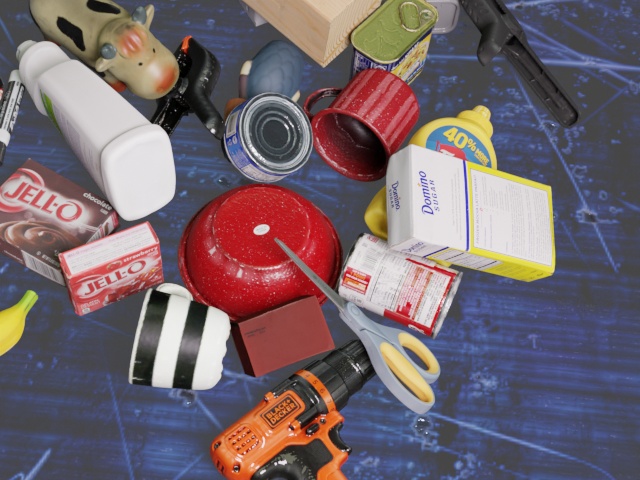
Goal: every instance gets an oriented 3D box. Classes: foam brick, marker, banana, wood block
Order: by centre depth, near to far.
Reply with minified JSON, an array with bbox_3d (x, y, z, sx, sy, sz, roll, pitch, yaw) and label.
[{"bbox_3d":[-0.036,0.085,0.961,0.078,0.051,0.053,-19,91,-14],"label":"foam brick"},{"bbox_3d":[-0.355,0.087,0.961,0.197,0.037,0.069,-5,41,-8],"label":"banana"},{"bbox_3d":[-0.324,-0.124,1.101,0.020,0.020,0.121,6,58,-1],"label":"marker"},{"bbox_3d":[-0.040,-0.291,1.112,0.206,0.090,0.090,41,69,11],"label":"wood block"}]

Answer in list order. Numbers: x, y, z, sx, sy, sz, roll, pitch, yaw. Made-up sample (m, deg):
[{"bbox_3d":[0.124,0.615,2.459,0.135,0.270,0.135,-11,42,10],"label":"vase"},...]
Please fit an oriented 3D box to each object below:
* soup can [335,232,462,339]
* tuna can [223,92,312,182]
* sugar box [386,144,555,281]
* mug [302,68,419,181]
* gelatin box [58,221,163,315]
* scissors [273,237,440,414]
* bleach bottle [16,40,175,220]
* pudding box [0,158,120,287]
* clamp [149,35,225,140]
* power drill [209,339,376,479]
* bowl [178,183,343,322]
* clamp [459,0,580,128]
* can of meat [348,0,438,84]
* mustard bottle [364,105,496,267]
[{"bbox_3d":[0.073,0.041,0.998,0.102,0.068,0.068,23,59,10],"label":"soup can"},{"bbox_3d":[-0.051,-0.102,1.056,0.086,0.034,0.086,7,77,-30],"label":"tuna can"},{"bbox_3d":[0.142,-0.023,1.002,0.176,0.048,0.093,13,67,-29],"label":"sugar box"},{"bbox_3d":[0.038,-0.125,1.090,0.117,0.093,0.081,21,54,21],"label":"mug"},{"bbox_3d":[-0.192,0.027,0.985,0.089,0.073,0.030,-22,62,-17],"label":"gelatin box"},{"bbox_3d":[0.041,0.069,0.967,0.202,0.016,0.096,52,28,14],"label":"scissors"},{"bbox_3d":[-0.234,-0.130,1.048,0.068,0.102,0.251,-29,53,-22],"label":"bleach bottle"},{"bbox_3d":[-0.264,-0.018,1.028,0.113,0.039,0.090,29,60,12],"label":"pudding box"},{"bbox_3d":[-0.149,-0.140,1.100,0.120,0.039,0.171,-23,41,18],"label":"clamp"},{"bbox_3d":[0.027,0.189,0.912,0.184,0.057,0.188,-35,65,-25],"label":"power drill"},{"bbox_3d":[-0.057,0.001,1.022,0.162,0.055,0.162,2,59,-3],"label":"bowl"},{"bbox_3d":[0.192,-0.223,1.148,0.036,0.164,0.210,-40,51,25],"label":"clamp"},{"bbox_3d":[0.075,-0.200,1.138,0.057,0.084,0.102,35,62,17],"label":"can of meat"},{"bbox_3d":[0.125,-0.065,1.068,0.096,0.058,0.191,38,59,-9],"label":"mustard bottle"}]
